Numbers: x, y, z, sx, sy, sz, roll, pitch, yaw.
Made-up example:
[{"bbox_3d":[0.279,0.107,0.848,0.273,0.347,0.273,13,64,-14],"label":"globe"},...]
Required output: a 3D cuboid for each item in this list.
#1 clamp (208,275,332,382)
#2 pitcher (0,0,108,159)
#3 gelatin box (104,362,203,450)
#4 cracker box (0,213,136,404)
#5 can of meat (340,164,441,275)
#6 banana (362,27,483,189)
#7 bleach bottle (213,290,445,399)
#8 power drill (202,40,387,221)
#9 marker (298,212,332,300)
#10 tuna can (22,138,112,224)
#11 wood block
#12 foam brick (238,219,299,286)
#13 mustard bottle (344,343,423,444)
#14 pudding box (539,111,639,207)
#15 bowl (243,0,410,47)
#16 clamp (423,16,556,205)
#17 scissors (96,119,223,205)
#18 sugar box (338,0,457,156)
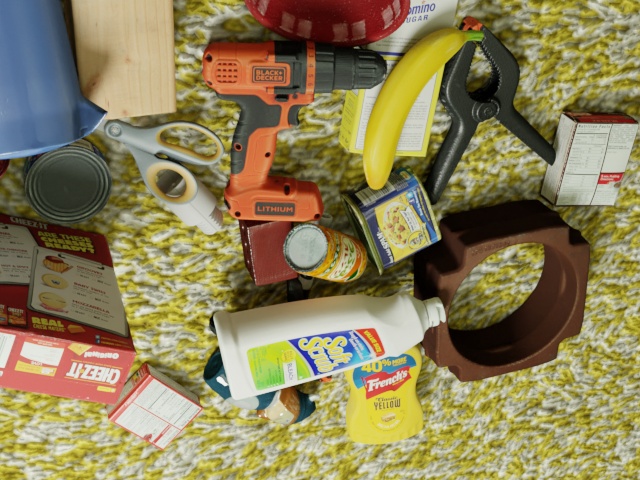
[{"bbox_3d":[-0.047,0.115,1.241,0.120,0.039,0.171,-18,130,17],"label":"clamp"},{"bbox_3d":[-0.288,-0.188,0.895,0.148,0.145,0.243,-18,104,-45],"label":"pitcher"},{"bbox_3d":[-0.192,0.194,1.238,0.073,0.030,0.089,-47,124,7],"label":"gelatin box"},{"bbox_3d":[-0.277,0.058,1.017,0.164,0.214,0.072,13,114,-27],"label":"cracker box"},{"bbox_3d":[0.080,-0.024,1.203,0.084,0.057,0.102,-28,125,-7],"label":"can of meat"},{"bbox_3d":[0.091,-0.144,1.093,0.069,0.037,0.198,29,104,-27],"label":"banana"},{"bbox_3d":[0.014,0.100,1.178,0.250,0.068,0.102,-13,128,-7],"label":"bleach bottle"},{"bbox_3d":[-0.029,-0.113,1.093,0.184,0.057,0.188,2,117,-3],"label":"power drill"},{"bbox_3d":[-0.011,0.025,1.217,0.020,0.020,0.121,6,116,-24],"label":"marker"},{"bbox_3d":[-0.253,-0.061,1.067,0.086,0.034,0.086,-9,121,-16],"label":"tuna can"},{"bbox_3d":[-0.185,-0.223,0.967,0.090,0.091,0.206,-8,120,-17],"label":"wood block"},{"bbox_3d":[-0.058,0.001,1.167,0.051,0.053,0.078,-14,121,-13],"label":"foam brick"},{"bbox_3d":[0.076,0.158,1.303,0.096,0.058,0.192,-7,120,-5],"label":"mustard bottle"},{"bbox_3d":[0.318,-0.096,1.264,0.090,0.039,0.113,-1,116,-20],"label":"pudding box"},{"bbox_3d":[0.008,-0.251,1.018,0.162,0.055,0.162,6,156,3],"label":"bowl"},{"bbox_3d":[0.189,-0.148,1.185,0.164,0.036,0.210,-13,121,-13],"label":"clamp"},{"bbox_3d":[-0.197,-0.090,1.053,0.201,0.016,0.096,8,108,-8],"label":"scissors"},{"bbox_3d":[0.080,-0.178,1.122,0.093,0.048,0.176,1,114,-20],"label":"sugar box"}]
